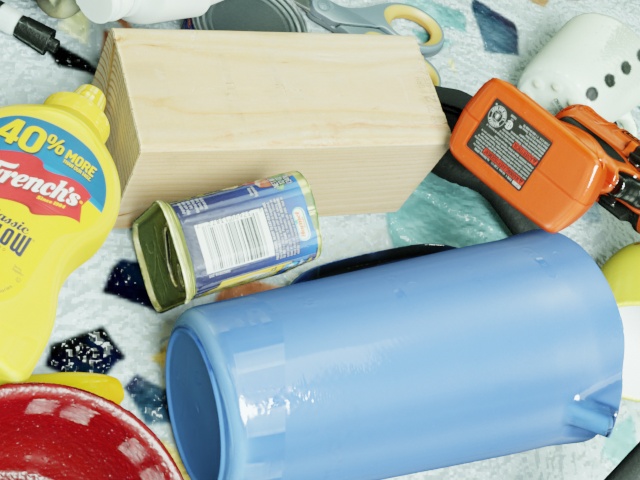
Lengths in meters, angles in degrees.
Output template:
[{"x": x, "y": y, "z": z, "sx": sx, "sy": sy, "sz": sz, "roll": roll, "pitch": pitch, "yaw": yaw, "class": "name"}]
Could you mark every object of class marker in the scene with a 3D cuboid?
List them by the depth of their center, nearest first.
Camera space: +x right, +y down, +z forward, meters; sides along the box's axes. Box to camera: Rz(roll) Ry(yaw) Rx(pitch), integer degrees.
[{"x": -0.222, "y": -0.154, "z": 0.683, "sx": 0.121, "sy": 0.020, "sz": 0.020, "roll": 29, "pitch": 54, "yaw": -7, "class": "marker"}]

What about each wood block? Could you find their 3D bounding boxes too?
[{"x": -0.034, "y": -0.072, "z": 0.678, "sx": 0.205, "sy": 0.091, "sz": 0.090, "roll": -4, "pitch": 63, "yaw": -26, "class": "wood block"}]

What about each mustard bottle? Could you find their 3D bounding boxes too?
[{"x": -0.160, "y": -0.017, "z": 0.566, "sx": 0.096, "sy": 0.058, "sz": 0.191, "roll": 29, "pitch": 49, "yaw": -9, "class": "mustard bottle"}]

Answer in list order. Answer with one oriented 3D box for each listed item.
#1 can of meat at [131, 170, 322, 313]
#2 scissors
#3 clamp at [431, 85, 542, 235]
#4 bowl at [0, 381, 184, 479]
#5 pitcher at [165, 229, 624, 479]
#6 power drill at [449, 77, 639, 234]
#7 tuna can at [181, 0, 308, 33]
[{"x": -0.054, "y": 0.001, "z": 0.609, "sx": 0.083, "sy": 0.102, "sz": 0.057, "roll": -16, "pitch": 87, "yaw": -21, "class": "can of meat"}, {"x": 0.015, "y": -0.180, "z": 0.811, "sx": 0.202, "sy": 0.016, "sz": 0.096, "roll": 39, "pitch": 52, "yaw": 0, "class": "scissors"}, {"x": 0.129, "y": -0.064, "z": 0.783, "sx": 0.171, "sy": 0.039, "sz": 0.120, "roll": 42, "pitch": 42, "yaw": -1, "class": "clamp"}, {"x": -0.142, "y": 0.151, "z": 0.508, "sx": 0.161, "sy": 0.055, "sz": 0.162, "roll": 11, "pitch": 68, "yaw": -28, "class": "bowl"}, {"x": 0.036, "y": 0.068, "z": 0.617, "sx": 0.242, "sy": 0.149, "sz": 0.145, "roll": -8, "pitch": 81, "yaw": -25, "class": "pitcher"}, {"x": 0.182, "y": -0.035, "z": 0.677, "sx": 0.187, "sy": 0.057, "sz": 0.185, "roll": 8, "pitch": 29, "yaw": -49, "class": "power drill"}, {"x": -0.054, "y": -0.142, "z": 0.745, "sx": 0.086, "sy": 0.034, "sz": 0.086, "roll": 11, "pitch": 58, "yaw": -19, "class": "tuna can"}]
